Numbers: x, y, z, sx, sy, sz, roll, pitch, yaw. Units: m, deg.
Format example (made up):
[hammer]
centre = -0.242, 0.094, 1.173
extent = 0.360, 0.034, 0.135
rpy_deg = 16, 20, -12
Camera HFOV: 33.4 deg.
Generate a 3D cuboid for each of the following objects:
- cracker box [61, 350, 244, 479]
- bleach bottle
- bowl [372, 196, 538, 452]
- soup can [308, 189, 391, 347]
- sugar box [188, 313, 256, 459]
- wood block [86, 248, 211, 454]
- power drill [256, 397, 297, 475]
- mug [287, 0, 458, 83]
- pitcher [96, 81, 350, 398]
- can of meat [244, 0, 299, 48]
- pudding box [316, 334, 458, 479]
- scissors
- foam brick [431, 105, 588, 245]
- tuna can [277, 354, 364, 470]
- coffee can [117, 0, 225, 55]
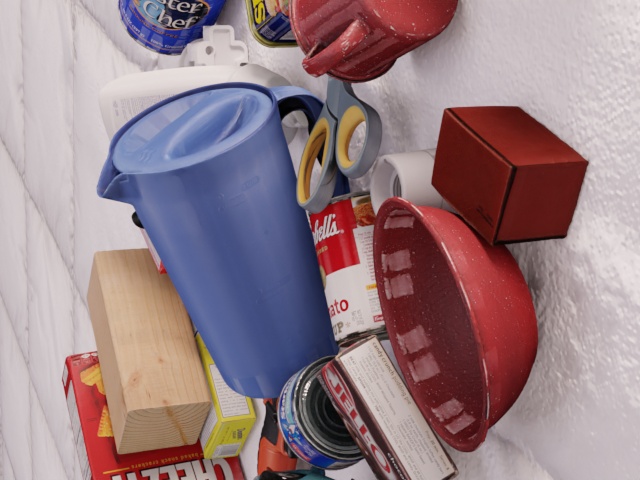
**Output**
[cracker box]
centre = -0.190, 0.220, 1.204
extent = 0.072, 0.164, 0.214
rpy_deg = 112, 144, -50
[bleach bottle]
centre = -0.101, -0.111, 0.993
extent = 0.251, 0.068, 0.102
rpy_deg = 5, 121, 43
[bowl]
centre = 0.087, 0.045, 0.658
extent = 0.162, 0.055, 0.162
rpy_deg = 164, 90, -75
[soup can]
centre = 0.034, 0.021, 0.780
extent = 0.069, 0.068, 0.102
rpy_deg = 143, 117, -63
[sugar box]
centre = -0.120, 0.142, 1.179
extent = 0.093, 0.048, 0.176
rpy_deg = 116, 144, -50
[wood block]
centre = -0.192, 0.116, 1.171
extent = 0.091, 0.090, 0.206
rpy_deg = 114, 145, -46
[power drill]
centre = -0.023, 0.199, 0.962
extent = 0.185, 0.057, 0.188
rpy_deg = -135, 48, -60
[mug]
centre = 0.030, -0.152, 0.703
extent = 0.093, 0.117, 0.082
rpy_deg = 48, 154, -13
[pitcher]
centre = -0.056, 0.001, 0.853
extent = 0.144, 0.149, 0.243
rpy_deg = -63, -38, -48
[can of meat]
centre = -0.022, -0.218, 0.865
extent = 0.084, 0.057, 0.102
rpy_deg = -20, 77, 62
[pudding box]
centre = 0.044, 0.128, 0.756
extent = 0.113, 0.039, 0.090
rpy_deg = 57, 166, 8
[scissors]
centre = 0.024, -0.117, 0.770
extent = 0.096, 0.016, 0.201
rpy_deg = -9, 64, 57
[foam brick]
centre = 0.107, -0.039, 0.622
extent = 0.078, 0.051, 0.053
rpy_deg = -127, 37, -49
[tuna can]
centre = 0.012, 0.133, 0.832
extent = 0.034, 0.086, 0.086
rpy_deg = 134, 127, -58
[coffee can]
centre = -0.137, -0.263, 1.054
extent = 0.140, 0.102, 0.103
rpy_deg = 133, 127, -59
